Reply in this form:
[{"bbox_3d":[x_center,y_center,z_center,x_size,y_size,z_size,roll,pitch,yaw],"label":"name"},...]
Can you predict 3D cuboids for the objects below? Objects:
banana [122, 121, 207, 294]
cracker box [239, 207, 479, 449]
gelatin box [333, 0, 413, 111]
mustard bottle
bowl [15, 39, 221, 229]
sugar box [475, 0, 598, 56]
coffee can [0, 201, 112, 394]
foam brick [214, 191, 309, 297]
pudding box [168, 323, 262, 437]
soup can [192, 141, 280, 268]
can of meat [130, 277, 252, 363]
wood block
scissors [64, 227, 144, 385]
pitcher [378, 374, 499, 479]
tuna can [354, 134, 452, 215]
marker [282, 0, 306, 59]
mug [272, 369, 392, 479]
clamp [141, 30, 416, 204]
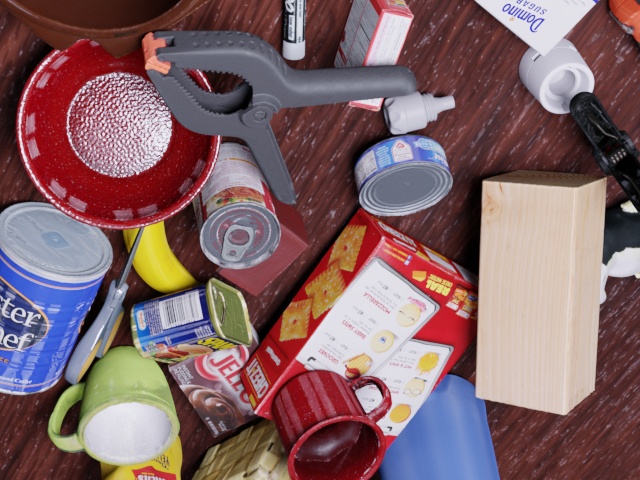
[{"bbox_3d":[-0.148,-0.016,0.967,0.069,0.037,0.198,-32,135,-23],"label":"banana"},{"bbox_3d":[0.047,0.096,1.048,0.164,0.072,0.214,27,107,-31],"label":"cracker box"},{"bbox_3d":[0.042,-0.162,0.875,0.030,0.073,0.089,7,124,-18],"label":"gelatin box"},{"bbox_3d":[-0.176,0.252,1.057,0.058,0.192,0.096,-41,124,17],"label":"mustard bottle"},{"bbox_3d":[-0.163,-0.092,0.872,0.162,0.055,0.162,-2,101,-10],"label":"bowl"},{"bbox_3d":[0.210,-0.246,0.872,0.093,0.048,0.176,31,118,-30],"label":"sugar box"},{"bbox_3d":[-0.256,0.052,0.946,0.102,0.103,0.140,16,121,-23],"label":"coffee can"},{"bbox_3d":[-0.056,0.001,0.987,0.051,0.053,0.078,34,113,-31],"label":"foam brick"},{"bbox_3d":[-0.093,0.138,1.087,0.090,0.039,0.113,-24,128,3],"label":"pudding box"},{"bbox_3d":[-0.076,-0.032,0.926,0.068,0.102,0.068,-6,127,-9],"label":"soup can"},{"bbox_3d":[-0.121,0.078,1.001,0.084,0.057,0.102,-16,165,11],"label":"can of meat"},{"bbox_3d":[0.204,0.044,0.990,0.091,0.090,0.206,7,103,32],"label":"wood block"},{"bbox_3d":[-0.193,0.063,0.958,0.016,0.096,0.202,29,144,1],"label":"scissors"},{"bbox_3d":[0.130,0.271,1.109,0.149,0.243,0.145,28,119,-22],"label":"pitcher"},{"bbox_3d":[0.074,-0.059,0.966,0.086,0.034,0.086,-8,151,-5],"label":"tuna can"},{"bbox_3d":[-0.020,-0.205,0.864,0.020,0.020,0.121,-4,127,-10],"label":"marker"},{"bbox_3d":[0.013,0.166,0.983,0.117,0.081,0.093,-38,125,5],"label":"mug"},{"bbox_3d":[-0.051,-0.101,0.827,0.209,0.036,0.165,14,134,-32],"label":"clamp"}]
